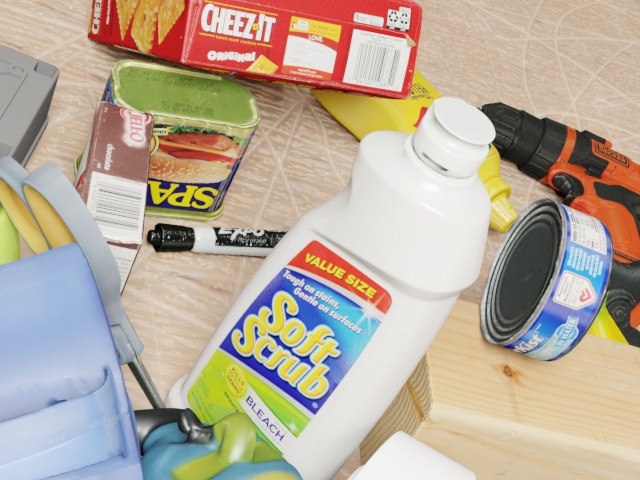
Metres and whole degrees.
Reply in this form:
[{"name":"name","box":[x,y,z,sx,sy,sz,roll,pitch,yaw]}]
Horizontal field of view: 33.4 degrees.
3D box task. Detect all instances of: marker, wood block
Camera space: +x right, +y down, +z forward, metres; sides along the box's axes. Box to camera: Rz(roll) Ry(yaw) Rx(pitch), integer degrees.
[{"name":"marker","box":[-0.055,0.001,0.697,0.120,0.020,0.020,3,45,-29]},{"name":"wood block","box":[0.135,0.111,0.636,0.206,0.090,0.091,16,41,-16]}]

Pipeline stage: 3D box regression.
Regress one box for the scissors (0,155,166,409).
[{"name":"scissors","box":[-0.110,0.035,0.524,0.016,0.202,0.096,-37,50,-24]}]

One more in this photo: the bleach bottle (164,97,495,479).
[{"name":"bleach bottle","box":[0.006,0.030,0.515,0.067,0.251,0.103,-18,58,-43]}]

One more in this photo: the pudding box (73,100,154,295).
[{"name":"pudding box","box":[-0.126,-0.010,0.610,0.039,0.090,0.113,15,41,-15]}]

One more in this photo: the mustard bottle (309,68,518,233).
[{"name":"mustard bottle","box":[0.083,-0.077,0.834,0.096,0.058,0.192,-16,57,-47]}]

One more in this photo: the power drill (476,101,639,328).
[{"name":"power drill","box":[0.203,-0.027,0.853,0.184,0.057,0.187,23,39,-8]}]

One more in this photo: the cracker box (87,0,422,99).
[{"name":"cracker box","box":[-0.054,-0.154,0.747,0.163,0.072,0.214,4,12,-28]}]

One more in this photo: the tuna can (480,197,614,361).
[{"name":"tuna can","box":[0.123,0.022,0.584,0.033,0.086,0.086,21,39,-12]}]

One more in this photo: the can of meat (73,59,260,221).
[{"name":"can of meat","box":[-0.098,-0.064,0.689,0.101,0.084,0.057,6,45,-27]}]

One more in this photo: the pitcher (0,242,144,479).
[{"name":"pitcher","box":[-0.189,0.087,0.390,0.242,0.149,0.145,-12,45,-19]}]
